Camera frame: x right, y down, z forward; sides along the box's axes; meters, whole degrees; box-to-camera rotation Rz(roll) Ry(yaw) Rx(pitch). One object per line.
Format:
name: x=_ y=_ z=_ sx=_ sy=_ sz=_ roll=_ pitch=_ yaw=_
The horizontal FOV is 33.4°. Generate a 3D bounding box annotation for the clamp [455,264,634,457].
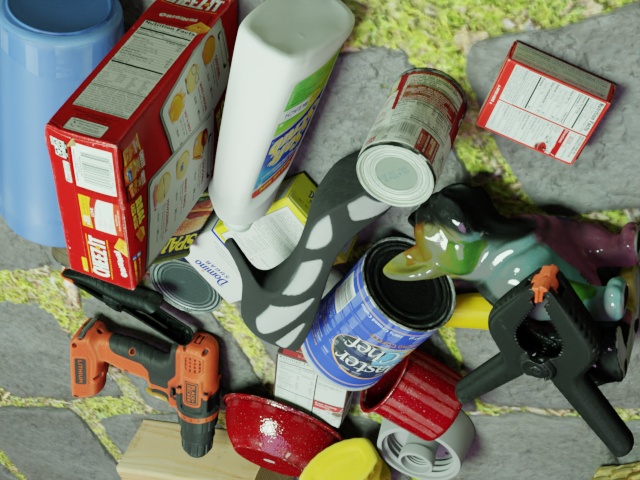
clamp: x=0.197 y=0.103 z=0.899 sx=0.165 sy=0.036 sz=0.210 roll=20 pitch=143 yaw=18

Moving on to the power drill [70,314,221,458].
power drill: x=-0.213 y=0.177 z=1.318 sx=0.188 sy=0.057 sz=0.184 roll=12 pitch=121 yaw=11

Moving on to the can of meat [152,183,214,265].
can of meat: x=-0.149 y=-0.029 z=1.040 sx=0.057 sy=0.102 sz=0.084 roll=39 pitch=111 yaw=16

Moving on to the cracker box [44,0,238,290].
cracker box: x=-0.142 y=-0.092 z=0.900 sx=0.072 sy=0.213 sz=0.164 roll=17 pitch=139 yaw=13

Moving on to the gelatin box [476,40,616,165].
gelatin box: x=0.180 y=-0.109 z=0.855 sx=0.089 sy=0.030 sz=0.073 roll=24 pitch=138 yaw=3

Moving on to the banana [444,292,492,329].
banana: x=0.196 y=0.083 z=1.044 sx=0.198 sy=0.037 sz=0.070 roll=16 pitch=138 yaw=12

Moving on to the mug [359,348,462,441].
mug: x=0.095 y=0.165 z=1.147 sx=0.081 sy=0.093 sz=0.117 roll=31 pitch=147 yaw=-13

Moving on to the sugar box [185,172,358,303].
sugar box: x=-0.057 y=0.001 z=1.084 sx=0.177 sy=0.048 sz=0.093 roll=-19 pitch=121 yaw=43

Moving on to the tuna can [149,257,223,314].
tuna can: x=-0.143 y=0.040 z=1.178 sx=0.086 sy=0.033 sz=0.086 roll=15 pitch=138 yaw=13

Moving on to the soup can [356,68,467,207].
soup can: x=0.076 y=-0.085 z=0.878 sx=0.068 sy=0.102 sz=0.068 roll=14 pitch=138 yaw=13

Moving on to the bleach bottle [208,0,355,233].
bleach bottle: x=-0.046 y=-0.098 z=0.930 sx=0.068 sy=0.102 sz=0.251 roll=37 pitch=142 yaw=13

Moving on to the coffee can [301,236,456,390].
coffee can: x=0.054 y=0.075 z=1.059 sx=0.102 sy=0.102 sz=0.141 roll=33 pitch=139 yaw=-7

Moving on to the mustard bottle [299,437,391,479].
mustard bottle: x=0.038 y=0.297 z=1.304 sx=0.058 sy=0.096 sz=0.191 roll=56 pitch=177 yaw=25

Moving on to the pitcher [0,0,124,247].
pitcher: x=-0.229 y=-0.120 z=0.996 sx=0.145 sy=0.149 sz=0.243 roll=31 pitch=139 yaw=17

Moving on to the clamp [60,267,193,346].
clamp: x=-0.223 y=0.068 z=1.231 sx=0.172 sy=0.039 sz=0.120 roll=23 pitch=155 yaw=32

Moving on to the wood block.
wood block: x=-0.154 y=0.310 z=1.427 sx=0.206 sy=0.090 sz=0.091 roll=3 pitch=133 yaw=26

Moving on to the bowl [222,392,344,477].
bowl: x=-0.053 y=0.244 z=1.297 sx=0.162 sy=0.055 sz=0.162 roll=18 pitch=156 yaw=8

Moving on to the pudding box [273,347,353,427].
pudding box: x=-0.007 y=0.161 z=1.233 sx=0.090 sy=0.039 sz=0.113 roll=18 pitch=138 yaw=10
